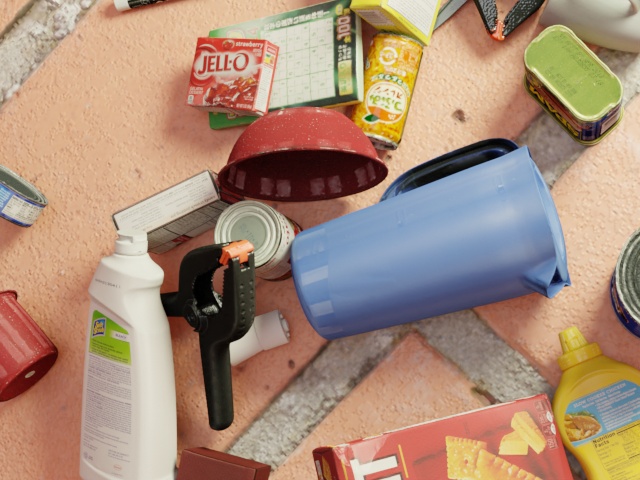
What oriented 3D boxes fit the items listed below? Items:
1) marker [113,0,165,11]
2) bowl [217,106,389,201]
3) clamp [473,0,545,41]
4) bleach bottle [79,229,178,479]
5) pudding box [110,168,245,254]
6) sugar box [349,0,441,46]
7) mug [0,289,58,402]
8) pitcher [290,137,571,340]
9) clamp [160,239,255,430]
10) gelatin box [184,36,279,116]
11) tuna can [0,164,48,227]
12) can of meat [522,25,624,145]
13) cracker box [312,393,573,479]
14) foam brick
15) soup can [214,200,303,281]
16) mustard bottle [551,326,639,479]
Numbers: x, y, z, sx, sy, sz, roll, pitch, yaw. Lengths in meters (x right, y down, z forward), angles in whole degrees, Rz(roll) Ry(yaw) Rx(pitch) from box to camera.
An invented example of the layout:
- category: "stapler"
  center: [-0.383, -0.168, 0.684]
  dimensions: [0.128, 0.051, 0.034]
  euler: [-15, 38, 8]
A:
- category: "marker"
  center: [-0.162, -0.266, 1.141]
  dimensions: [0.121, 0.020, 0.020]
  euler: [-9, 80, 12]
- category: "bowl"
  center: [-0.017, -0.084, 1.010]
  dimensions: [0.162, 0.162, 0.055]
  euler: [-6, 76, 13]
- category: "clamp"
  center: [0.181, -0.283, 1.031]
  dimensions: [0.120, 0.039, 0.171]
  euler: [22, 98, 8]
- category: "bleach bottle"
  center: [-0.180, 0.116, 1.026]
  dimensions: [0.103, 0.068, 0.251]
  euler: [11, 104, 29]
- category: "pudding box"
  center: [-0.139, -0.028, 1.066]
  dimensions: [0.113, 0.090, 0.039]
  euler: [-26, 78, 9]
- category: "sugar box"
  center: [0.091, -0.289, 1.041]
  dimensions: [0.048, 0.093, 0.176]
  euler: [9, 80, 37]
- category: "mug"
  center: [-0.330, 0.118, 1.099]
  dimensions: [0.081, 0.093, 0.117]
  euler: [47, 125, 10]
- category: "pitcher"
  center: [0.100, 0.003, 0.994]
  dimensions: [0.243, 0.149, 0.145]
  euler: [-17, 96, 14]
- category: "clamp"
  center: [-0.115, 0.064, 1.014]
  dimensions: [0.165, 0.036, 0.210]
  euler: [46, 137, 25]
- category: "gelatin box"
  center: [-0.090, -0.166, 1.077]
  dimensions: [0.089, 0.030, 0.073]
  euler: [10, 88, 31]
- category: "tuna can"
  center: [-0.330, -0.050, 1.117]
  dimensions: [0.086, 0.086, 0.034]
  euler: [37, 94, 15]
- category: "can of meat"
  center: [0.235, -0.145, 0.995]
  dimensions: [0.057, 0.084, 0.102]
  euler: [-42, 75, 4]
- category: "cracker box"
  center: [0.118, 0.237, 0.932]
  dimensions: [0.213, 0.072, 0.164]
  euler: [-10, 79, -18]
- category: "foam brick"
  center: [-0.096, 0.236, 1.039]
  dimensions: [0.078, 0.051, 0.053]
  euler: [12, 86, 15]
- category: "soup can"
  center: [-0.057, 0.001, 1.035]
  dimensions: [0.068, 0.102, 0.068]
  euler: [-2, 81, 13]
- category: "mustard bottle"
  center: [0.262, 0.168, 0.958]
  dimensions: [0.096, 0.058, 0.192]
  euler: [-25, 78, 8]
